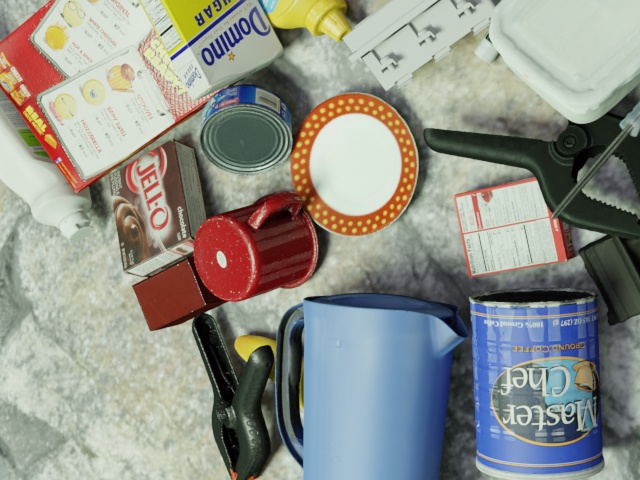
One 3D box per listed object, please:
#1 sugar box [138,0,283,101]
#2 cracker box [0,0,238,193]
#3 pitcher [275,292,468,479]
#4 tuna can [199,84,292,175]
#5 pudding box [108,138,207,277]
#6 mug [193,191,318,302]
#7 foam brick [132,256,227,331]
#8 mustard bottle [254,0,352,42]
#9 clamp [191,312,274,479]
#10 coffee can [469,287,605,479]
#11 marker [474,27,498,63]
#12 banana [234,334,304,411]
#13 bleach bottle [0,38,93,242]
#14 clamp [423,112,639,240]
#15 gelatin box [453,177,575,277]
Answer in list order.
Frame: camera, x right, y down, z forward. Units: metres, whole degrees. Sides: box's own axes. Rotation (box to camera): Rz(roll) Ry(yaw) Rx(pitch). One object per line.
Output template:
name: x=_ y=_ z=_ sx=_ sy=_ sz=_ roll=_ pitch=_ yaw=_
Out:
sugar box: x=-0.113 y=-0.222 z=0.946 sx=0.176 sy=0.093 sz=0.048 roll=60 pitch=147 yaw=-4
cracker box: x=-0.199 y=-0.170 z=1.039 sx=0.214 sy=0.072 sz=0.164 roll=-31 pitch=99 yaw=26
pitcher: x=0.036 y=0.165 z=0.914 sx=0.145 sy=0.149 sz=0.243 roll=4 pitch=92 yaw=-9
tuna can: x=-0.068 y=-0.102 z=0.987 sx=0.086 sy=0.086 sz=0.033 roll=-30 pitch=39 yaw=27
pudding box: x=-0.159 y=-0.031 z=1.053 sx=0.090 sy=0.039 sz=0.113 roll=-26 pitch=67 yaw=28
mug: x=-0.056 y=0.001 z=0.977 sx=0.093 sy=0.081 sz=0.117 roll=50 pitch=128 yaw=18
foam brick: x=-0.135 y=0.050 z=1.054 sx=0.078 sy=0.052 sz=0.051 roll=-25 pitch=82 yaw=27
mustard bottle: x=-0.039 y=-0.251 z=0.970 sx=0.192 sy=0.058 sz=0.096 roll=49 pitch=122 yaw=16
clamp: x=-0.086 y=0.153 z=1.032 sx=0.120 sy=0.039 sz=0.171 roll=36 pitch=130 yaw=50
coffee can: x=0.175 y=0.113 z=0.863 sx=0.103 sy=0.102 sz=0.140 roll=-1 pitch=94 yaw=29
marker: x=0.169 y=-0.202 z=0.885 sx=0.020 sy=0.020 sz=0.121 roll=41 pitch=112 yaw=19
banana: x=-0.009 y=0.158 z=1.004 sx=0.070 sy=0.037 sz=0.198 roll=-40 pitch=76 yaw=23
bleach bottle: x=-0.318 y=-0.104 z=1.111 sx=0.068 sy=0.102 sz=0.251 roll=-43 pitch=73 yaw=29
clamp: x=0.204 y=-0.084 z=0.845 sx=0.210 sy=0.036 sz=0.165 roll=43 pitch=100 yaw=25
gelatin box: x=0.162 y=-0.012 z=0.900 sx=0.089 sy=0.030 sz=0.073 roll=-12 pitch=90 yaw=28
